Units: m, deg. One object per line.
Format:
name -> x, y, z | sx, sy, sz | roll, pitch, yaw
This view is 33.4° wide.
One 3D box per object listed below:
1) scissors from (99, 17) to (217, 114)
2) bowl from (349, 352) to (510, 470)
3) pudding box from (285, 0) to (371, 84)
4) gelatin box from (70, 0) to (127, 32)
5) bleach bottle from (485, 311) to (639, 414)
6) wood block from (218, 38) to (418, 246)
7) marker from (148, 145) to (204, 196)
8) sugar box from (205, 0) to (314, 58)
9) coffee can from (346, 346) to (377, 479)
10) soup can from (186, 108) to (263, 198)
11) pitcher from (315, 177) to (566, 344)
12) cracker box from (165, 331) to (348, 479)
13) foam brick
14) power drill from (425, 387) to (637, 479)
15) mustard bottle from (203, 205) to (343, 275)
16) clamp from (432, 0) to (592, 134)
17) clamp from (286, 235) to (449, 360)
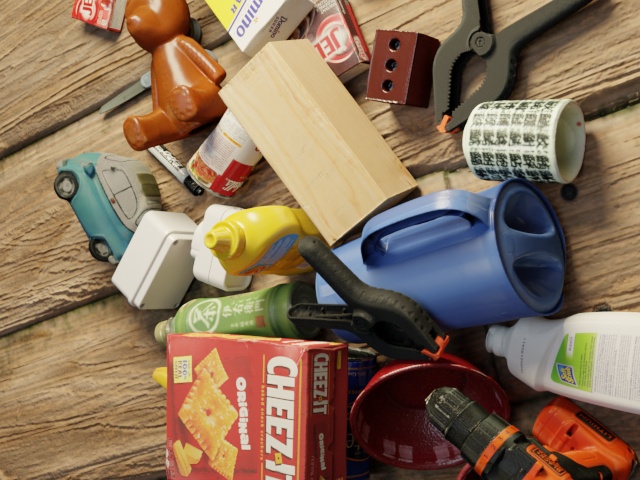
scissors -> -0.215, -0.226, 1.367 | 0.202, 0.016, 0.096 | -7, 88, 33
bowl -> 0.109, 0.163, 1.088 | 0.162, 0.162, 0.055 | -40, 30, 27
pudding box -> -0.005, -0.213, 1.210 | 0.114, 0.039, 0.090 | -28, 75, 32
gelatin box -> -0.288, -0.327, 1.410 | 0.073, 0.030, 0.089 | 25, 103, 32
bleach bottle -> 0.274, 0.106, 1.005 | 0.251, 0.067, 0.102 | 9, 94, 36
wood block -> -0.003, -0.108, 1.151 | 0.090, 0.090, 0.206 | -40, 82, 28
marker -> -0.186, -0.096, 1.345 | 0.121, 0.020, 0.020 | 44, 113, 26
sugar box -> -0.085, -0.292, 1.233 | 0.093, 0.048, 0.176 | -48, 48, 17
coffee can -> 0.007, 0.190, 1.162 | 0.103, 0.102, 0.140 | 5, 92, 34
soup can -> -0.103, -0.109, 1.260 | 0.068, 0.068, 0.102 | 49, 114, 24
pitcher -> 0.108, 0.026, 1.066 | 0.243, 0.144, 0.149 | -18, 96, 39
cracker box -> -0.072, 0.183, 1.116 | 0.214, 0.071, 0.164 | 0, 89, 43
foam brick -> 0.088, -0.184, 1.139 | 0.053, 0.051, 0.078 | 12, 96, 33
power drill -> 0.200, 0.192, 0.979 | 0.185, 0.187, 0.057 | 41, 112, 26
mustard bottle -> -0.058, 0.001, 1.153 | 0.096, 0.191, 0.058 | -38, 69, 28
clamp -> 0.180, -0.201, 1.085 | 0.165, 0.036, 0.210 | 27, 107, 32
clamp -> 0.040, 0.074, 1.044 | 0.171, 0.039, 0.120 | 33, 146, 9
